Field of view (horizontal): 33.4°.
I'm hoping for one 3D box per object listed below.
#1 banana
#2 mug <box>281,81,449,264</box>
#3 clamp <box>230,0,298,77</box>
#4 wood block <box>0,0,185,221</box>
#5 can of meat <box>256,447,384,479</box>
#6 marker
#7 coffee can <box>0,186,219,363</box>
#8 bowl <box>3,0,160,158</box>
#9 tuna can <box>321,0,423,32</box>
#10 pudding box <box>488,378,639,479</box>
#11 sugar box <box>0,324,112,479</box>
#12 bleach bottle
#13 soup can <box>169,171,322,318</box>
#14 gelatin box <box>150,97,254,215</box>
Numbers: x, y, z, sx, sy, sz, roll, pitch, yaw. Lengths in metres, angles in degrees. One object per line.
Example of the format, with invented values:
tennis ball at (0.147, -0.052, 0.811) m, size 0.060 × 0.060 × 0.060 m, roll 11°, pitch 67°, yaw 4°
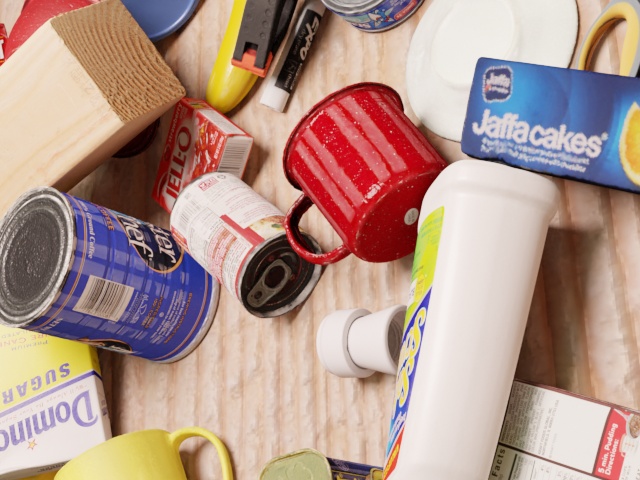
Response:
banana at (-0.060, -0.185, 0.851) m, size 0.070 × 0.037 × 0.198 m, roll 10°, pitch 81°, yaw 43°
mug at (0.026, -0.032, 0.683) m, size 0.117 × 0.093 × 0.081 m, roll -42°, pitch 56°, yaw 9°
clamp at (-0.024, -0.207, 0.774) m, size 0.039 × 0.120 × 0.171 m, roll 17°, pitch 81°, yaw 10°
wood block at (-0.214, -0.082, 0.808) m, size 0.206 × 0.090 × 0.090 m, roll -33°, pitch 96°, yaw 32°
can of meat at (0.013, 0.179, 0.624) m, size 0.058 × 0.083 × 0.102 m, roll -25°, pitch 60°, yaw 33°
marker at (-0.014, -0.156, 0.812) m, size 0.020 × 0.020 × 0.121 m, roll 25°, pitch 92°, yaw 44°
coffee can at (-0.160, 0.029, 0.791) m, size 0.103 × 0.140 × 0.103 m, roll -16°, pitch 65°, yaw 37°
bowl at (-0.211, -0.129, 0.886) m, size 0.162 × 0.055 × 0.162 m, roll 23°, pitch 133°, yaw 26°
tuna can at (0.038, -0.196, 0.763) m, size 0.086 × 0.033 × 0.086 m, roll -10°, pitch 73°, yaw 33°
pudding box at (0.143, 0.129, 0.559) m, size 0.114 × 0.039 × 0.090 m, roll 11°, pitch 84°, yaw 46°
sugar box at (-0.224, 0.093, 0.841) m, size 0.093 × 0.048 × 0.176 m, roll -13°, pitch 71°, yaw -5°
bleach bottle at (0.070, 0.089, 0.584) m, size 0.103 × 0.068 × 0.251 m, roll 120°, pitch 164°, yaw -74°
soup can at (-0.055, 0.001, 0.759) m, size 0.102 × 0.068 × 0.068 m, roll 39°, pitch 101°, yaw 43°
gelatin box at (-0.093, -0.055, 0.823) m, size 0.073 × 0.030 × 0.089 m, roll 40°, pitch 119°, yaw 41°
